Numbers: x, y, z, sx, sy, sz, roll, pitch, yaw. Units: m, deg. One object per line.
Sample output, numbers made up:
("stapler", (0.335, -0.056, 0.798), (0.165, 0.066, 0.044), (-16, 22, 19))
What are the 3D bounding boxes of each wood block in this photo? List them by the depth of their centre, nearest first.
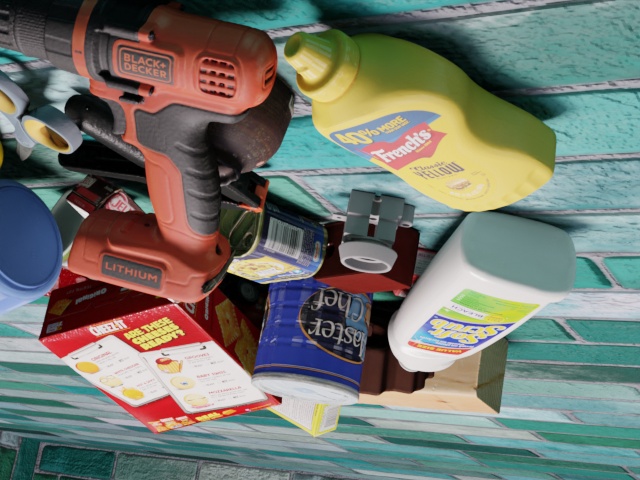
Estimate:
("wood block", (0.104, 0.144, 1.253), (0.206, 0.090, 0.090), (0, 159, 28))

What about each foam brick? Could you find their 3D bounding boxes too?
("foam brick", (0.040, 0.014, 0.942), (0.051, 0.053, 0.078), (24, 157, -37))

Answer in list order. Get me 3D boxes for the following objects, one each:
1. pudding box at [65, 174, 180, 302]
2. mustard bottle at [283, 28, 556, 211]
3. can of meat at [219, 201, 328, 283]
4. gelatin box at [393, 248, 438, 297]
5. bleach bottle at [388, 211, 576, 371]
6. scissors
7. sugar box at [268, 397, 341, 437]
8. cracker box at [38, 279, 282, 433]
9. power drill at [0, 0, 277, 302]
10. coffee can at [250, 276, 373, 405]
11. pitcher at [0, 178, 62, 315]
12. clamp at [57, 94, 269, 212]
("pudding box", (-0.159, -0.004, 0.913), (0.113, 0.039, 0.090), (51, 168, -27))
("mustard bottle", (0.052, -0.077, 0.647), (0.191, 0.058, 0.096), (25, 156, -39))
("can of meat", (-0.056, 0.001, 0.949), (0.083, 0.057, 0.102), (22, 160, -40))
("gelatin box", (0.119, 0.038, 1.011), (0.089, 0.030, 0.073), (10, 162, -4))
("bleach bottle", (0.128, 0.063, 0.951), (0.102, 0.068, 0.251), (14, 151, -8))
("scissors", (-0.235, -0.093, 0.809), (0.096, 0.016, 0.202), (44, 162, -25))
("sugar box", (-0.051, 0.149, 1.252), (0.176, 0.093, 0.048), (25, -159, 37))
("cracker box", (-0.158, 0.112, 1.109), (0.164, 0.072, 0.213), (-16, 138, 21))
("power drill", (-0.120, -0.060, 0.651), (0.184, 0.057, 0.188), (15, 127, 13))
("coffee can", (-0.004, 0.077, 1.015), (0.103, 0.140, 0.103), (9, 162, 3))
("pitcher", (-0.347, 0.024, 0.960), (0.243, 0.149, 0.144), (-18, 156, 28))
("clamp", (-0.128, -0.058, 0.836), (0.171, 0.039, 0.120), (23, 165, -18))
